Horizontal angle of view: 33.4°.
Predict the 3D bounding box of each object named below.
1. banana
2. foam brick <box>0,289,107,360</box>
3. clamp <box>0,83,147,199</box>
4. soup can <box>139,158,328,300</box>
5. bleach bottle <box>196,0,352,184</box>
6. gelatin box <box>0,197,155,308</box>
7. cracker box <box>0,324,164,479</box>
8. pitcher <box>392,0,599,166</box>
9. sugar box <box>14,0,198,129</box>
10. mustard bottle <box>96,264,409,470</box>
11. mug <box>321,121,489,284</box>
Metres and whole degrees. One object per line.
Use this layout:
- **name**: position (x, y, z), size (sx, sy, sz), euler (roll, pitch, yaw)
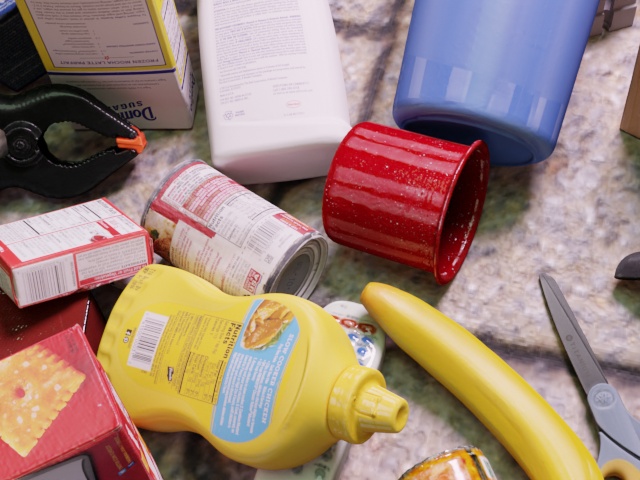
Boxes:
- **banana**: position (0.099, 0.092, 0.608), size (0.037, 0.069, 0.198), euler (-50, 55, 11)
- **foam brick**: position (-0.175, 0.065, 0.657), size (0.078, 0.053, 0.051), euler (-2, 57, 5)
- **clamp**: position (-0.208, -0.077, 0.727), size (0.171, 0.120, 0.039), euler (-9, 21, -5)
- **soup can**: position (-0.054, 0.001, 0.677), size (0.102, 0.068, 0.068), euler (31, 65, 22)
- **bleach bottle**: position (-0.035, -0.169, 0.744), size (0.102, 0.068, 0.251), euler (-7, 74, 5)
- **gelatin box**: position (-0.158, 0.006, 0.661), size (0.089, 0.030, 0.073), euler (-17, 26, -28)
- **cracker box**: position (-0.189, 0.147, 0.540), size (0.213, 0.164, 0.072), euler (-24, 57, -10)
- **pitcher**: position (0.126, -0.176, 0.715), size (0.145, 0.149, 0.243), euler (9, 80, 37)
- **sugar box**: position (-0.143, -0.144, 0.713), size (0.093, 0.176, 0.048), euler (1, 60, 5)
- **mustard bottle**: position (-0.037, 0.075, 0.598), size (0.192, 0.058, 0.096), euler (10, 75, 34)
- **mug**: position (0.058, -0.032, 0.682), size (0.082, 0.093, 0.117), euler (17, 30, 21)
